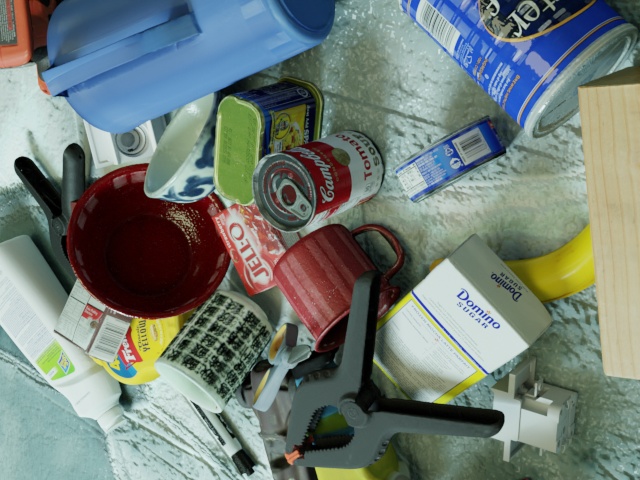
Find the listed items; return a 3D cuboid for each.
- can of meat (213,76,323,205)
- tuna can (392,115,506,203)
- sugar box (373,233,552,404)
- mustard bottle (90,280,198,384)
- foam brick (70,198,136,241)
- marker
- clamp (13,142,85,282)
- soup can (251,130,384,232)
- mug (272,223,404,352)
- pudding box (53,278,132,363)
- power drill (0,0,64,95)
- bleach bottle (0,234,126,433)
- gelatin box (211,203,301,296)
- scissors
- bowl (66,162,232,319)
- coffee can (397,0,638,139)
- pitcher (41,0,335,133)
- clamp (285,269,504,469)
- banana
[{"bbox_3d":[-0.048,-0.088,0.952,0.058,0.083,0.102,22,119,32],"label":"can of meat"},{"bbox_3d":[0.102,-0.063,0.837,0.086,0.085,0.034,-30,87,42],"label":"tuna can"},{"bbox_3d":[0.106,0.074,0.877,0.093,0.048,0.176,48,144,5],"label":"sugar box"},{"bbox_3d":[-0.192,0.106,1.157,0.192,0.058,0.096,-17,81,43],"label":"mustard bottle"},{"bbox_3d":[-0.221,-0.020,1.140,0.078,0.052,0.051,10,112,37],"label":"foam brick"},{"bbox_3d":[-0.109,0.203,1.152,0.121,0.020,0.020,53,131,12],"label":"marker"},{"bbox_3d":[-0.277,-0.029,1.192,0.120,0.039,0.171,-17,100,51],"label":"clamp"},{"bbox_3d":[0.000,-0.052,0.914,0.069,0.102,0.068,15,115,35],"label":"soup can"},{"bbox_3d":[0.020,0.032,0.946,0.117,0.093,0.081,-39,72,9],"label":"mug"},{"bbox_3d":[-0.233,0.064,1.144,0.090,0.039,0.113,19,82,52],"label":"pudding box"},{"bbox_3d":[-0.279,-0.233,1.032,0.057,0.187,0.184,-5,97,7],"label":"power drill"},{"bbox_3d":[-0.315,0.120,1.264,0.251,0.067,0.103,54,131,8],"label":"bleach bottle"},{"bbox_3d":[-0.057,0.001,1.028,0.073,0.030,0.089,-26,88,42],"label":"gelatin box"},{"bbox_3d":[-0.035,0.120,0.949,0.016,0.202,0.096,22,93,-7],"label":"scissors"},{"bbox_3d":[-0.170,0.007,1.065,0.162,0.162,0.055,56,160,9],"label":"bowl"},{"bbox_3d":[0.139,-0.157,0.761,0.140,0.102,0.103,48,129,16],"label":"coffee can"},{"bbox_3d":[-0.117,-0.183,0.924,0.243,0.144,0.149,-15,57,34],"label":"pitcher"},{"bbox_3d":[0.032,0.127,0.899,0.210,0.036,0.164,-34,91,38],"label":"clamp"},{"bbox_3d":[0.172,0.017,0.845,0.198,0.037,0.069,-28,69,41],"label":"banana"}]
